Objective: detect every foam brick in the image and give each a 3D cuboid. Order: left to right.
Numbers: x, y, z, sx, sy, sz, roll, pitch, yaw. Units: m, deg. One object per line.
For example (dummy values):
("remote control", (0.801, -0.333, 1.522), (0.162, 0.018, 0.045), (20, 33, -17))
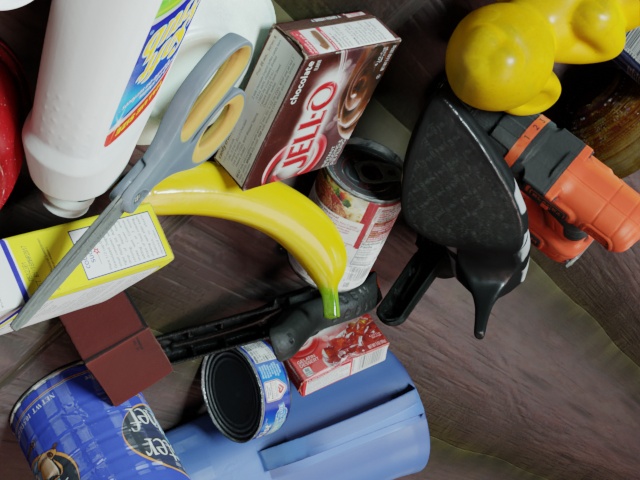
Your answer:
("foam brick", (-0.148, 0.074, 0.774), (0.053, 0.051, 0.078), (-31, 150, -12))

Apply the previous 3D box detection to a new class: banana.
("banana", (-0.047, -0.014, 0.726), (0.197, 0.069, 0.037), (29, 154, -30))

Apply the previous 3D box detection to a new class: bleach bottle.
("bleach bottle", (-0.098, -0.110, 0.537), (0.251, 0.068, 0.102), (-61, 178, 42))

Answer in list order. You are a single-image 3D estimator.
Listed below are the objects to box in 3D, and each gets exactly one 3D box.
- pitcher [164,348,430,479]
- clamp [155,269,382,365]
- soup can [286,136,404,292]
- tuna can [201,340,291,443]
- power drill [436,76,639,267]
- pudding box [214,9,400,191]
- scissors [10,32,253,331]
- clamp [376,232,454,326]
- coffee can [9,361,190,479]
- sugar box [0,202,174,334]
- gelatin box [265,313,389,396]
("pitcher", (-0.026, 0.190, 0.985), (0.242, 0.145, 0.149), (-18, 129, -24))
("clamp", (-0.016, 0.060, 0.842), (0.209, 0.036, 0.165), (-18, -173, -39))
("soup can", (0.020, -0.018, 0.802), (0.068, 0.068, 0.102), (-13, 143, -34))
("tuna can", (-0.063, 0.125, 0.898), (0.033, 0.086, 0.086), (-11, 141, -40))
("power drill", (0.167, -0.050, 0.847), (0.057, 0.184, 0.187), (-48, 169, -1))
("pudding box", (-0.009, -0.090, 0.686), (0.089, 0.039, 0.114), (-21, 148, -44))
("scissors", (-0.098, -0.029, 0.607), (0.202, 0.016, 0.096), (-55, 169, -3))
("clamp", (0.096, 0.008, 0.900), (0.171, 0.039, 0.120), (-2, 111, -57))
("coffee can", (-0.161, 0.175, 0.811), (0.102, 0.140, 0.103), (-26, 148, -18))
("sugar box", (-0.180, 0.027, 0.616), (0.094, 0.048, 0.175), (-27, 173, 38))
("gelatin box", (0.003, 0.085, 0.923), (0.089, 0.073, 0.030), (-21, 146, -24))
